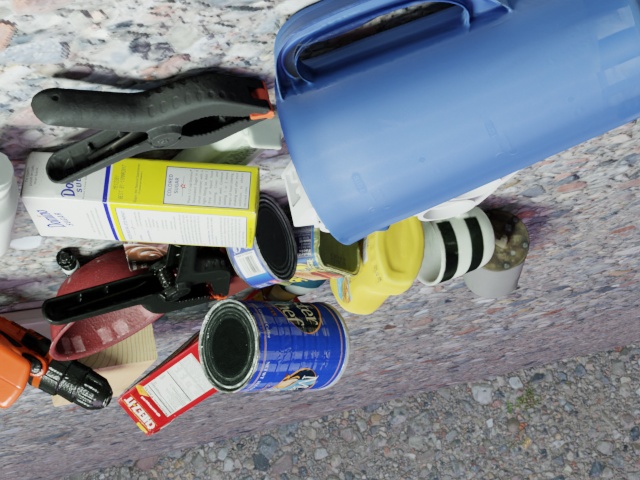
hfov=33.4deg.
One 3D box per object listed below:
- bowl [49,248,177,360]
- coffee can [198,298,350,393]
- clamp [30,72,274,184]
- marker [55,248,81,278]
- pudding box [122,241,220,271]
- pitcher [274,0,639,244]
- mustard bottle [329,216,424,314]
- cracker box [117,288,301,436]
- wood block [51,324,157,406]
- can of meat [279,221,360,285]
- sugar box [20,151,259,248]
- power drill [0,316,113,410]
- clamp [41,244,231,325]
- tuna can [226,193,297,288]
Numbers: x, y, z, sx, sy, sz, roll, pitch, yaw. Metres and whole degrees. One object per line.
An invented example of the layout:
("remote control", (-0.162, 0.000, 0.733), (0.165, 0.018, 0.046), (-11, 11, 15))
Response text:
("bowl", (-0.215, 0.056, 1.089), (0.162, 0.055, 0.162), (-31, 166, -9))
("coffee can", (-0.051, 0.118, 1.199), (0.140, 0.103, 0.103), (5, 157, -44))
("clamp", (-0.118, -0.087, 0.738), (0.171, 0.039, 0.120), (-17, 170, -5))
("marker", (-0.252, 0.032, 1.091), (0.020, 0.020, 0.121), (-11, 165, -6))
("pudding box", (-0.139, -0.012, 0.986), (0.090, 0.039, 0.113), (-11, 165, -9))
("pitcher", (0.095, -0.104, 0.707), (0.243, 0.145, 0.149), (-21, 175, 16))
("mustard bottle", (0.053, 0.030, 1.180), (0.058, 0.096, 0.192), (8, 160, -16))
("cracker box", (-0.135, 0.146, 1.339), (0.214, 0.072, 0.163), (-37, -178, 43))
("wood block", (-0.274, 0.134, 1.307), (0.090, 0.090, 0.206), (-6, 163, -25))
("can of meat", (-0.017, 0.011, 1.095), (0.084, 0.057, 0.102), (-7, 168, 27))
("sugar box", (-0.137, -0.031, 0.836), (0.176, 0.048, 0.093), (6, 161, -3))
("power drill", (-0.312, 0.129, 1.101), (0.184, 0.057, 0.187), (27, 176, 3))
("clamp", (-0.151, 0.040, 0.994), (0.164, 0.036, 0.209), (-29, 164, 9))
("tuna can", (-0.057, 0.001, 1.011), (0.034, 0.086, 0.086), (-17, 164, 23))
